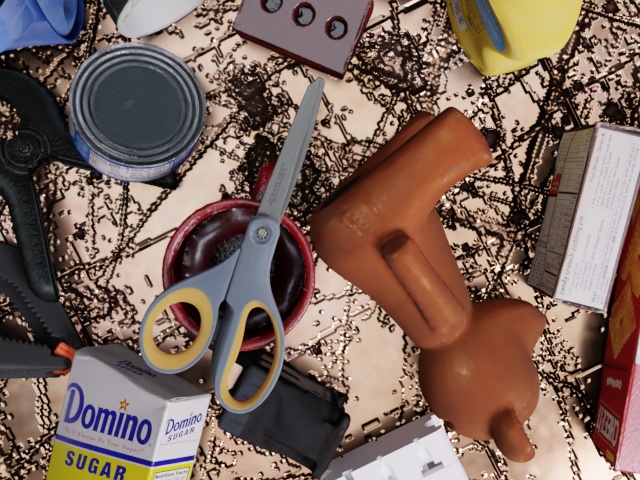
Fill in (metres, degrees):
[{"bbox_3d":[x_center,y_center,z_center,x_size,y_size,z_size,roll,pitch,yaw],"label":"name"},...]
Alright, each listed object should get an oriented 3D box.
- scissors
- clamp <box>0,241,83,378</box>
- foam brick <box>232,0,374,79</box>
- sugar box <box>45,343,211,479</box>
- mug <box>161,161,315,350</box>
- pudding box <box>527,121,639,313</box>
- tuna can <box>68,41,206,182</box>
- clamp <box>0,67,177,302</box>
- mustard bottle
[{"bbox_3d":[-0.054,0.001,0.629,0.096,0.016,0.202,5,94,0],"label":"scissors"},{"bbox_3d":[-0.243,0.016,0.687,0.209,0.036,0.164,28,58,-16],"label":"clamp"},{"bbox_3d":[-0.010,-0.142,0.684,0.078,0.051,0.053,22,94,-1],"label":"foam brick"},{"bbox_3d":[-0.134,0.164,0.682,0.093,0.048,0.176,21,103,36],"label":"sugar box"},{"bbox_3d":[-0.046,0.006,0.680,0.093,0.081,0.117,14,94,-1],"label":"mug"},{"bbox_3d":[0.167,-0.015,0.672,0.039,0.090,0.113,12,94,0],"label":"pudding box"},{"bbox_3d":[-0.118,-0.081,0.682,0.086,0.034,0.086,5,71,-14],"label":"tuna can"},{"bbox_3d":[-0.193,-0.045,0.694,0.171,0.039,0.120,36,73,1],"label":"clamp"},{"bbox_3d":[0.112,-0.150,0.612,0.058,0.191,0.096,-12,94,1],"label":"mustard bottle"}]
